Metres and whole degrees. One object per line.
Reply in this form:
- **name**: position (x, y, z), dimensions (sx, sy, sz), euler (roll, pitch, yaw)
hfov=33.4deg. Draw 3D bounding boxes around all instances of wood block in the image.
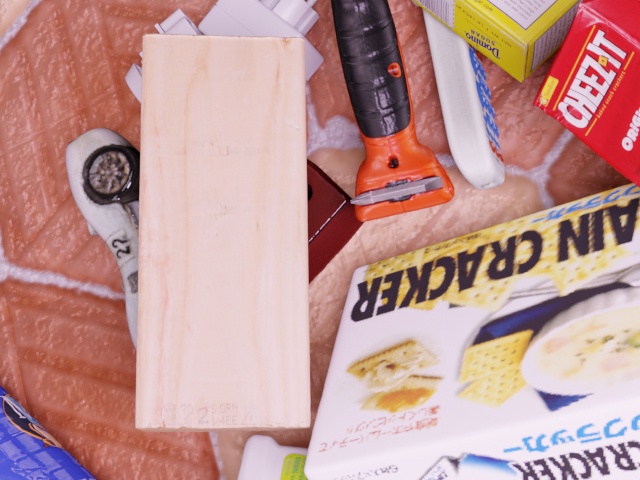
- **wood block**: position (-0.053, 0.001, 0.589), dimensions (0.090, 0.091, 0.206), euler (0, 78, -5)

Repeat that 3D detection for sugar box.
- **sugar box**: position (0.144, -0.183, 0.625), dimensions (0.176, 0.048, 0.093), euler (-42, 69, -14)

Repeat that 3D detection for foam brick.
- **foam brick**: position (-0.018, -0.008, 0.668), dimensions (0.053, 0.051, 0.078), euler (43, 95, 22)

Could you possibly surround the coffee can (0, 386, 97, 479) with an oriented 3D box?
- **coffee can**: position (-0.209, 0.158, 0.675), dimensions (0.140, 0.102, 0.103), euler (37, 93, 22)

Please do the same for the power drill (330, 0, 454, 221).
- **power drill**: position (0.031, -0.109, 0.629), dimensions (0.057, 0.184, 0.187), euler (-14, 94, 10)
